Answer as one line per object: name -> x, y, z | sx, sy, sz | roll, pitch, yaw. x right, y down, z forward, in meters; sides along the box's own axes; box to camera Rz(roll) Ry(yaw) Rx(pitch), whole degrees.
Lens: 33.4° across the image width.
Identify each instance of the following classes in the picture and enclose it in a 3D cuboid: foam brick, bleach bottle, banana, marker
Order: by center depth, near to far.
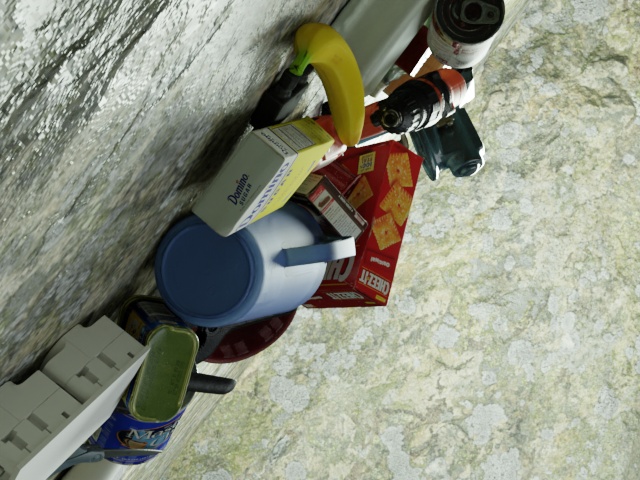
banana -> 0.008, -0.148, 0.971 | 0.069, 0.037, 0.197 | -68, 158, -7
foam brick -> 0.084, -0.220, 1.154 | 0.053, 0.078, 0.051 | -54, 174, 10
marker -> 0.006, -0.145, 1.321 | 0.020, 0.020, 0.121 | -51, 175, -14
bleach bottle -> -0.278, 0.282, 1.481 | 0.250, 0.068, 0.103 | -53, 176, -28

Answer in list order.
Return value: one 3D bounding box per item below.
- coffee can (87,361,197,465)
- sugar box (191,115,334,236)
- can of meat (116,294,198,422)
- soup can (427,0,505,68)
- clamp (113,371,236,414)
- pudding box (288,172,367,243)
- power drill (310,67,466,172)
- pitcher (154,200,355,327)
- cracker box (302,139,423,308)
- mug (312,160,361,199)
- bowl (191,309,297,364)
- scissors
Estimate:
coffee can -> -0.201, 0.176, 1.182 | 0.102, 0.103, 0.140 | -49, 174, -37
sugar box -> -0.048, -0.062, 0.986 | 0.093, 0.048, 0.176 | -51, 178, 19
can of meat -> -0.162, 0.113, 1.021 | 0.084, 0.057, 0.102 | 32, -71, 60
soup can -> 0.143, -0.216, 1.067 | 0.068, 0.068, 0.102 | -52, 176, -3
clamp -> -0.169, 0.136, 1.103 | 0.171, 0.120, 0.039 | -33, 176, -30
pudding box -> -0.008, -0.041, 1.240 | 0.039, 0.090, 0.114 | -52, -150, -15
power drill -> 0.051, -0.125, 1.143 | 0.188, 0.057, 0.184 | -17, -173, 30
pitcher -> -0.070, 0.020, 1.096 | 0.149, 0.145, 0.242 | -51, 173, 10
cracker box -> 0.037, -0.020, 1.438 | 0.164, 0.072, 0.213 | -6, -119, 50
mug -> -0.013, -0.064, 1.353 | 0.117, 0.081, 0.093 | -49, 174, -42
bowl -> -0.111, 0.079, 1.356 | 0.162, 0.055, 0.162 | -16, 133, -19
scissors -> -0.254, 0.232, 1.107 | 0.096, 0.016, 0.201 | -39, 149, 8
